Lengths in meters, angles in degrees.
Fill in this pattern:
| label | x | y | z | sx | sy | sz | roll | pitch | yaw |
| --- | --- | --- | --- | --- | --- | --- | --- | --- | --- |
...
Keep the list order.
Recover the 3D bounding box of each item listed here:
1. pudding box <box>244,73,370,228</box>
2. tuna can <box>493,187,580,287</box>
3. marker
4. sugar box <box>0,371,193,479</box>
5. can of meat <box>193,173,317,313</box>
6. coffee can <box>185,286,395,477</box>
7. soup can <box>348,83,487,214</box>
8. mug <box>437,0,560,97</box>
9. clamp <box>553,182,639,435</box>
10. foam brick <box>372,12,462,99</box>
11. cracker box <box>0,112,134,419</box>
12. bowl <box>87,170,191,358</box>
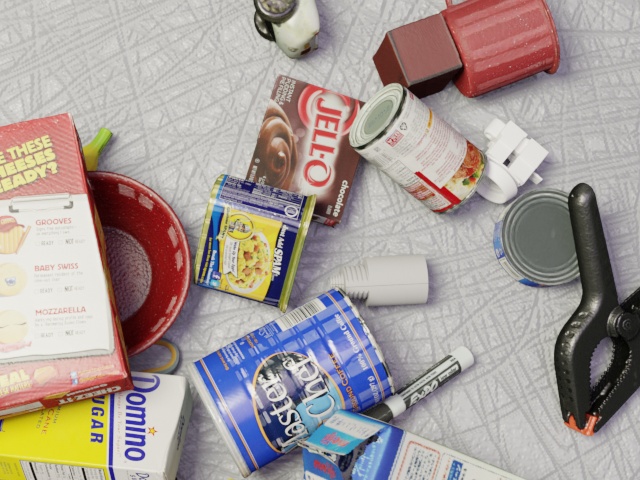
| label | x | y | z | sx | sy | sz | roll | pitch | yaw |
| --- | --- | --- | --- | --- | --- | --- | --- | --- | --- |
| pudding box | -0.011 | -0.078 | 0.929 | 0.090 | 0.039 | 0.113 | 17 | 81 | -4 |
| tuna can | 0.196 | -0.002 | 0.940 | 0.086 | 0.034 | 0.086 | 1 | 82 | -5 |
| marker | 0.080 | 0.127 | 0.902 | 0.121 | 0.020 | 0.020 | -30 | 86 | -26 |
| sugar box | -0.195 | 0.145 | 0.836 | 0.176 | 0.048 | 0.093 | 2 | 46 | 6 |
| can of meat | -0.056 | 0.001 | 0.888 | 0.084 | 0.057 | 0.102 | 15 | 119 | -1 |
| coffee can | -0.024 | 0.114 | 0.869 | 0.140 | 0.103 | 0.103 | -28 | 85 | -9 |
| soup can | 0.082 | -0.077 | 0.905 | 0.102 | 0.069 | 0.068 | 36 | 79 | -24 |
| mug | 0.147 | -0.186 | 0.933 | 0.081 | 0.093 | 0.117 | -22 | 92 | -3 |
| clamp | 0.246 | 0.061 | 0.915 | 0.164 | 0.036 | 0.210 | 25 | 88 | -23 |
| foam brick | 0.083 | -0.155 | 0.929 | 0.051 | 0.078 | 0.053 | -21 | 87 | -9 |
| cracker box | -0.244 | 0.027 | 0.812 | 0.164 | 0.072 | 0.214 | -13 | 74 | -8 |
| bowl | -0.187 | 0.026 | 0.888 | 0.162 | 0.055 | 0.162 | 1 | 79 | -4 |
